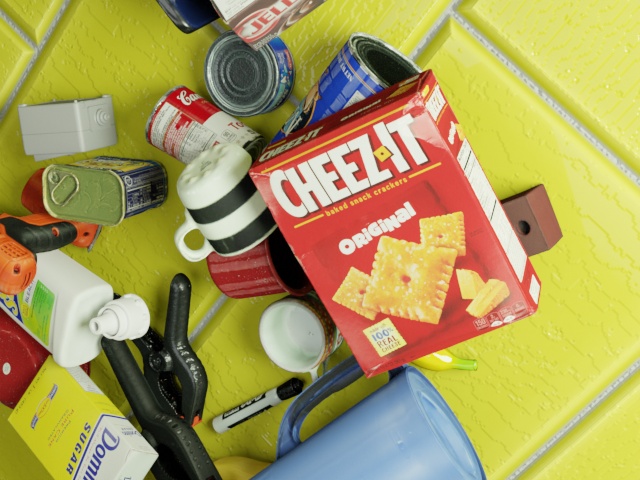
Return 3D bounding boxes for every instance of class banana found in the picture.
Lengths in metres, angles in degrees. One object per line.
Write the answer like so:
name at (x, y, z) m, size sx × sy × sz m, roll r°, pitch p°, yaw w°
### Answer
banana at (0.074, 0.048, 1.012) m, size 0.070 × 0.037 × 0.198 m, roll -29°, pitch 90°, yaw 10°

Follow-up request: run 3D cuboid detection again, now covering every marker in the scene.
marker at (-0.065, 0.173, 1.122) m, size 0.121 × 0.020 × 0.020 m, roll -30°, pitch 88°, yaw 30°

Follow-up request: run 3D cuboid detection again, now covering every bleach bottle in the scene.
bleach bottle at (-0.341, 0.037, 1.193) m, size 0.251 × 0.067 × 0.103 m, roll 30°, pitch 118°, yaw 28°

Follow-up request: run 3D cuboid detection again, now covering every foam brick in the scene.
foam brick at (0.164, -0.009, 0.939) m, size 0.078 × 0.051 × 0.053 m, roll -22°, pitch 93°, yaw 29°

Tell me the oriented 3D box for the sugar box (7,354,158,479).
sugar box at (-0.257, 0.210, 1.140) m, size 0.176 × 0.048 × 0.093 m, roll 37°, pitch 97°, yaw 39°

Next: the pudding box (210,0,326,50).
pudding box at (-0.035, -0.223, 0.947) m, size 0.113 × 0.090 × 0.039 m, roll -36°, pitch 79°, yaw 8°

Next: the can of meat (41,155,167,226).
can of meat at (-0.221, -0.055, 1.106) m, size 0.102 × 0.083 × 0.057 m, roll 8°, pitch 106°, yaw 25°

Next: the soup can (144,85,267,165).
soup can at (-0.112, -0.098, 1.048) m, size 0.102 × 0.068 × 0.069 m, roll 33°, pitch 115°, yaw 15°

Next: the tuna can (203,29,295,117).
tuna can at (-0.069, -0.163, 1.029) m, size 0.086 × 0.033 × 0.086 m, roll 7°, pitch 106°, yaw 25°

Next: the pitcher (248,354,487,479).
pitcher at (0.018, 0.223, 0.995) m, size 0.243 × 0.149 × 0.145 m, roll -33°, pitch 111°, yaw 11°

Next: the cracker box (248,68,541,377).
cracker box at (0.064, -0.009, 0.891) m, size 0.164 × 0.072 × 0.213 m, roll -23°, pitch 107°, yaw 23°

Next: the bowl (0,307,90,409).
bowl at (-0.347, 0.138, 1.236) m, size 0.162 × 0.055 × 0.162 m, roll 7°, pitch 107°, yaw 25°

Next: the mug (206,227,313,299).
mug at (-0.057, 0.001, 1.041) m, size 0.082 × 0.093 × 0.117 m, roll -11°, pitch 71°, yaw 33°

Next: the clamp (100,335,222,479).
clamp at (-0.178, 0.218, 1.146) m, size 0.210 × 0.036 × 0.165 m, roll 40°, pitch 132°, yaw 30°

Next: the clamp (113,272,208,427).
clamp at (-0.174, 0.121, 1.155) m, size 0.120 × 0.039 × 0.171 m, roll -4°, pitch 99°, yaw 39°

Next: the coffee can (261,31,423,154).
coffee can at (0.027, -0.100, 0.957) m, size 0.103 × 0.102 × 0.140 m, roll 45°, pitch 118°, yaw 10°

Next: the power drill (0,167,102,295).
power drill at (-0.331, -0.023, 1.111) m, size 0.184 × 0.187 × 0.057 m, roll 34°, pitch 117°, yaw 14°
